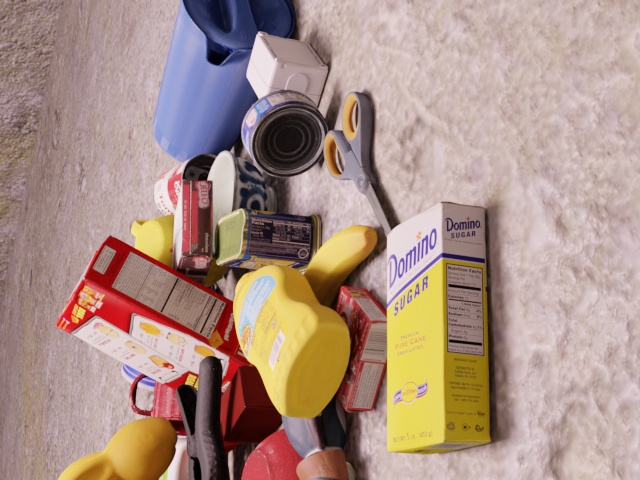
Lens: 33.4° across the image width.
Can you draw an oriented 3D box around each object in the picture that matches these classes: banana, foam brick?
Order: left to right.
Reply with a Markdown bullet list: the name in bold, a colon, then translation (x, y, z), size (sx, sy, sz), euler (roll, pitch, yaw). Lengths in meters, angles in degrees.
- **foam brick**: translation (-0.071, 0.175, 1.141), size (0.078, 0.052, 0.051), euler (121, 147, -45)
- **banana**: translation (0.008, 0.045, 1.009), size (0.198, 0.037, 0.070), euler (-65, 34, 37)

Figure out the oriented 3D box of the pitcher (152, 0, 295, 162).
- **pitcher**: translation (-0.125, -0.209, 1.297), size (0.145, 0.149, 0.243), euler (58, 146, 21)

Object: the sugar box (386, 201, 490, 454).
- **sugar box**: translation (0.086, 0.068, 0.800), size (0.093, 0.048, 0.176), euler (146, 126, -62)

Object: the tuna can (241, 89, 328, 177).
- **tuna can**: translation (-0.035, -0.108, 1.088), size (0.034, 0.086, 0.086), euler (-120, 42, -54)

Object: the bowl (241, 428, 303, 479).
- **bowl**: translation (-0.039, 0.252, 1.040), size (0.162, 0.055, 0.162), euler (-173, 90, -68)

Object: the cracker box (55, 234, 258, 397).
- **cracker box**: translation (-0.177, 0.095, 1.206), size (0.164, 0.213, 0.072), euler (-45, 19, 57)

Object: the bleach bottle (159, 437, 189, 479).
- **bleach bottle**: translation (-0.188, 0.307, 1.380), size (0.251, 0.068, 0.102), euler (154, 121, -67)

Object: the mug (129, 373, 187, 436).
- **mug**: translation (-0.176, 0.191, 1.316), size (0.093, 0.117, 0.081), euler (111, 163, -67)

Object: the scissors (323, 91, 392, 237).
- **scissors**: translation (0.044, -0.073, 0.977), size (0.202, 0.016, 0.096), euler (-129, 49, -60)

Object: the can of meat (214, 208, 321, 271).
- **can of meat**: translation (-0.057, 0.001, 1.114), size (0.102, 0.083, 0.057), euler (160, 114, -66)

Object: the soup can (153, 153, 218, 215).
- **soup can**: translation (-0.159, -0.065, 1.321), size (0.102, 0.068, 0.068), euler (-15, 70, 60)

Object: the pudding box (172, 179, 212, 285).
- **pudding box**: translation (-0.141, -0.007, 1.182), size (0.114, 0.039, 0.090), euler (126, 146, -68)

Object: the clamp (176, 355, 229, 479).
- **clamp**: translation (-0.127, 0.217, 1.150), size (0.120, 0.039, 0.171), euler (138, 131, -68)

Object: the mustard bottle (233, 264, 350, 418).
- **mustard bottle**: translation (-0.038, 0.076, 0.983), size (0.192, 0.058, 0.096), euler (46, 122, 58)

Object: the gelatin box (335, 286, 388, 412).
- **gelatin box**: translation (0.031, 0.096, 0.944), size (0.073, 0.030, 0.089), euler (-129, 50, -60)
